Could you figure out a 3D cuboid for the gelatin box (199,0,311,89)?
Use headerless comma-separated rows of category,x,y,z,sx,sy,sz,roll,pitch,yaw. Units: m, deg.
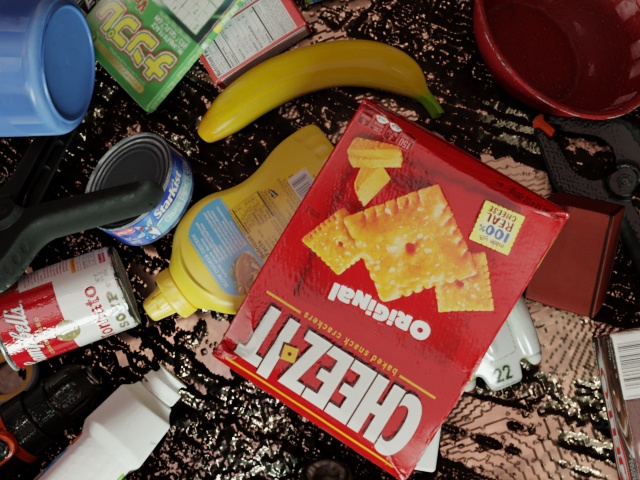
gelatin box,-0.064,-0.177,0.863,0.089,0.030,0.073,-33,81,5

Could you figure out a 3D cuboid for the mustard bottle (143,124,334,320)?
mustard bottle,-0.055,0.001,0.827,0.191,0.058,0.096,-35,79,2

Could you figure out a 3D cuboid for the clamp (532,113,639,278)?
clamp,0.229,-0.034,0.807,0.171,0.039,0.120,28,93,15

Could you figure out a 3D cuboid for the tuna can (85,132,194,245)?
tuna can,-0.142,-0.040,0.836,0.086,0.033,0.086,-17,56,27

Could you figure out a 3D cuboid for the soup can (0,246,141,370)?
soup can,-0.198,0.052,0.827,0.102,0.068,0.068,-20,81,-6

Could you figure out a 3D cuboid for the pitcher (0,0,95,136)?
pitcher,-0.305,-0.148,0.822,0.243,0.149,0.145,3,69,13

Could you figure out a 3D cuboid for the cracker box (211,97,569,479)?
cracker box,0.048,0.032,0.747,0.164,0.072,0.214,32,94,11

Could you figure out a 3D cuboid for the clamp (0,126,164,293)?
clamp,-0.224,-0.013,0.811,0.210,0.036,0.165,-45,48,-12

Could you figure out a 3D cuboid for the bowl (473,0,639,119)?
bowl,0.172,-0.153,0.798,0.161,0.055,0.162,9,67,-22

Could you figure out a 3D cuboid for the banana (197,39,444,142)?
banana,-0.003,-0.122,0.846,0.198,0.037,0.069,-6,82,6

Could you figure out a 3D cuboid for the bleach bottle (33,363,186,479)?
bleach bottle,-0.196,0.197,0.812,0.068,0.102,0.250,41,83,0

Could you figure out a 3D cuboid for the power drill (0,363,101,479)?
power drill,-0.248,0.166,0.769,0.184,0.187,0.057,-39,92,5

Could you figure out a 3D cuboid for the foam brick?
foam brick,0.187,0.009,0.784,0.051,0.052,0.078,14,105,22
